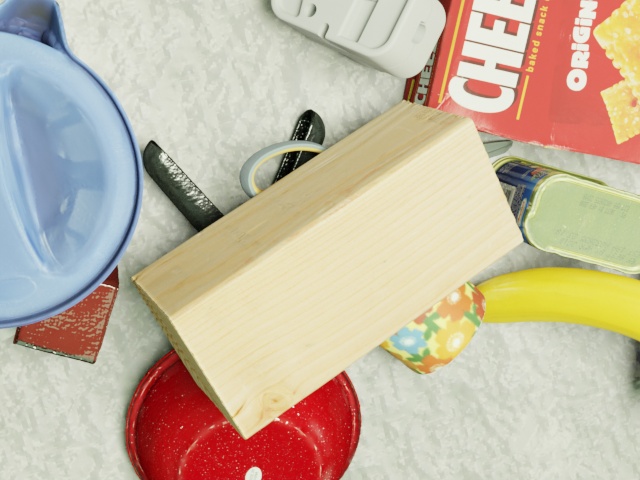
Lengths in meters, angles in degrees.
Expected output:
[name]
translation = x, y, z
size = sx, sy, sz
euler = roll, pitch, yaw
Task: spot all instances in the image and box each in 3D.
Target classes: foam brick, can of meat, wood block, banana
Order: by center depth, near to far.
[wood block]
translation = 0.005, 0.011, 0.640
size = 0.206, 0.090, 0.091
euler = -34, 116, -13
[foam brick]
translation = -0.159, 0.037, 0.669
size = 0.051, 0.078, 0.053
euler = 16, 99, -15
[banana]
translation = 0.187, 0.053, 0.709
size = 0.198, 0.037, 0.070
euler = 19, 114, 21
[can of meat]
translation = 0.169, -0.017, 0.721
size = 0.102, 0.084, 0.057
euler = 14, 97, -14

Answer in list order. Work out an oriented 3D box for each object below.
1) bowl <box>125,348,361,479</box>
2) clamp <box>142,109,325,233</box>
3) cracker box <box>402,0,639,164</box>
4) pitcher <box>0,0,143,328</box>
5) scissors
[bowl]
translation = -0.048, 0.139, 0.706
size = 0.162, 0.055, 0.162
euler = -3, 114, -7
[clamp]
translation = -0.055, 0.001, 0.702
size = 0.120, 0.039, 0.171
euler = -3, 101, -13
[cracker box]
translation = 0.178, -0.140, 0.706
size = 0.213, 0.072, 0.164
euler = 10, 98, -12
[pitcher]
translation = -0.170, -0.037, 0.567
size = 0.149, 0.243, 0.145
euler = -31, 105, -4
[scissors]
translation = 0.040, -0.024, 0.710
size = 0.201, 0.016, 0.096
euler = 1, 102, -26
